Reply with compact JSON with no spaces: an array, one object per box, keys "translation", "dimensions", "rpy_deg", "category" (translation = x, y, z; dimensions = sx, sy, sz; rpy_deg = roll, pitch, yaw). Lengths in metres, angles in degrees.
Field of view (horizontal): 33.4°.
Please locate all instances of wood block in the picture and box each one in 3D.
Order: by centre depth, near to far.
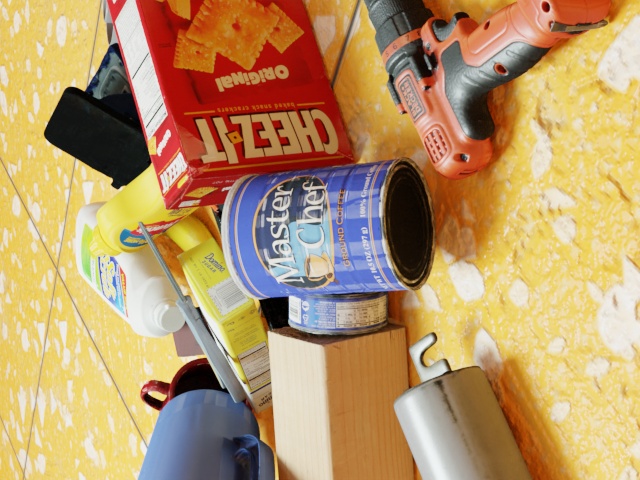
[{"translation":[0.020,0.177,0.928],"dimensions":[0.090,0.090,0.206],"rpy_deg":[7,103,57],"category":"wood block"}]

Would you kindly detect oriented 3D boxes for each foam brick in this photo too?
[{"translation":[-0.124,0.098,1.172],"dimensions":[0.078,0.051,0.053],"rpy_deg":[-12,88,58],"category":"foam brick"}]

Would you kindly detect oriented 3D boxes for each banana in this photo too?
[{"translation":[-0.167,-0.007,1.227],"dimensions":[0.198,0.037,0.070],"rpy_deg":[31,123,51],"category":"banana"}]

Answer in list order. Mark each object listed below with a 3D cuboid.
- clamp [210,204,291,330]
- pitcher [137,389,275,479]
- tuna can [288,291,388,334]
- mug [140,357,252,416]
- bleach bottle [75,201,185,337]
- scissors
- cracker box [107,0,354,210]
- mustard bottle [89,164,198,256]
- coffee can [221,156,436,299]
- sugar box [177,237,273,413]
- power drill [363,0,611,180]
[{"translation":[-0.057,0.001,0.998],"dimensions":[0.172,0.039,0.120],"rpy_deg":[55,141,33],"category":"clamp"},{"translation":[-0.109,0.244,0.990],"dimensions":[0.243,0.149,0.145],"rpy_deg":[-88,-5,-61],"category":"pitcher"},{"translation":[0.015,0.054,0.912],"dimensions":[0.086,0.085,0.034],"rpy_deg":[14,107,56],"category":"tuna can"},{"translation":[-0.141,0.182,1.165],"dimensions":[0.082,0.117,0.093],"rpy_deg":[127,158,-54],"category":"mug"},{"translation":[-0.210,0.037,1.206],"dimensions":[0.251,0.068,0.102],"rpy_deg":[32,121,56],"category":"bleach bottle"},{"translation":[-0.115,0.077,0.995],"dimensions":[0.096,0.016,0.201],"rpy_deg":[47,164,48],"category":"scissors"},{"translation":[-0.080,-0.144,0.942],"dimensions":[0.072,0.163,0.214],"rpy_deg":[-41,63,55],"category":"cracker box"},{"translation":[-0.179,-0.036,1.128],"dimensions":[0.192,0.096,0.058],"rpy_deg":[-33,78,30],"category":"mustard bottle"},{"translation":[0.008,-0.008,0.843],"dimensions":[0.140,0.102,0.103],"rpy_deg":[-5,94,28],"category":"coffee can"},{"translation":[-0.082,0.086,1.043],"dimensions":[0.093,0.048,0.176],"rpy_deg":[55,170,36],"category":"sugar box"},{"translation":[0.106,-0.160,0.751],"dimensions":[0.188,0.057,0.184],"rpy_deg":[-46,62,54],"category":"power drill"}]
